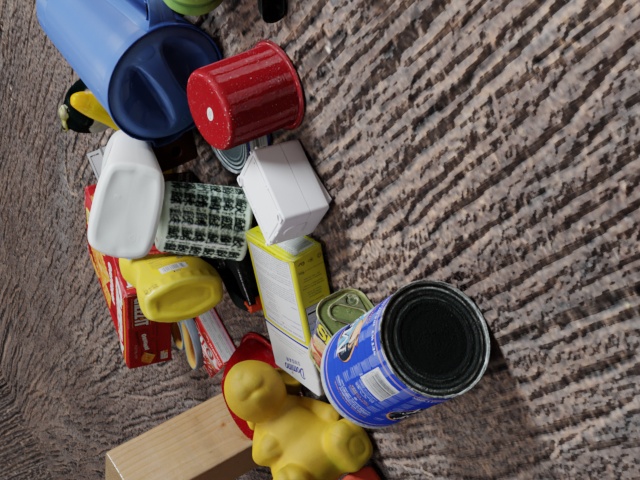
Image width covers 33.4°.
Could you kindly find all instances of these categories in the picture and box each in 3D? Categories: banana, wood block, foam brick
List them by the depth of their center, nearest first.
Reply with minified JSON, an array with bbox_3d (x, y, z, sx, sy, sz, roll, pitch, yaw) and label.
[{"bbox_3d":[-0.187,-0.130,1.263,0.051,0.052,0.078,28,137,50],"label":"foam brick"},{"bbox_3d":[-0.229,-0.123,1.299,0.037,0.069,0.197,30,159,40],"label":"banana"},{"bbox_3d":[-0.173,0.287,1.418,0.090,0.205,0.091,51,150,26],"label":"wood block"}]

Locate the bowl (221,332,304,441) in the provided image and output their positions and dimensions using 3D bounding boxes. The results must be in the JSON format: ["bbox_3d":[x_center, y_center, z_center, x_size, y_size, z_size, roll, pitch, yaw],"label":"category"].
[{"bbox_3d":[-0.078,0.200,1.343,0.162,0.055,0.162,42,146,37],"label":"bowl"}]

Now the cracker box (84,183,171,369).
[{"bbox_3d":[-0.269,0.046,1.490,0.164,0.072,0.214,98,153,-47],"label":"cracker box"}]

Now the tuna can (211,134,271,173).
[{"bbox_3d":[-0.087,-0.116,1.118,0.086,0.033,0.086,42,145,38],"label":"tuna can"}]

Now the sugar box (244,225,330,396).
[{"bbox_3d":[-0.025,0.072,1.154,0.093,0.048,0.176,29,140,49],"label":"sugar box"}]

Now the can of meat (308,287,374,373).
[{"bbox_3d":[0.034,0.112,1.069,0.102,0.057,0.084,53,153,23],"label":"can of meat"}]

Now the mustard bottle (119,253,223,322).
[{"bbox_3d":[-0.192,0.030,1.292,0.192,0.096,0.058,-135,33,-55],"label":"mustard bottle"}]

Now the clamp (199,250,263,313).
[{"bbox_3d":[-0.109,0.028,1.267,0.120,0.039,0.171,93,152,-54],"label":"clamp"}]

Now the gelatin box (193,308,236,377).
[{"bbox_3d":[-0.150,0.134,1.442,0.089,0.030,0.073,60,152,9],"label":"gelatin box"}]

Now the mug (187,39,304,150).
[{"bbox_3d":[-0.082,-0.141,1.034,0.117,0.081,0.093,33,139,46],"label":"mug"}]

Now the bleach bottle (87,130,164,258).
[{"bbox_3d":[-0.213,-0.062,1.166,0.251,0.068,0.102,-127,51,-72],"label":"bleach bottle"}]

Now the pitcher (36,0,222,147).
[{"bbox_3d":[-0.218,-0.228,1.166,0.144,0.149,0.243,30,-170,-48],"label":"pitcher"}]

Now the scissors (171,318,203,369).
[{"bbox_3d":[-0.192,0.074,1.426,0.096,0.016,0.202,8,112,62],"label":"scissors"}]

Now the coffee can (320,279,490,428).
[{"bbox_3d":[0.071,0.103,0.943,0.103,0.102,0.140,61,153,8],"label":"coffee can"}]
